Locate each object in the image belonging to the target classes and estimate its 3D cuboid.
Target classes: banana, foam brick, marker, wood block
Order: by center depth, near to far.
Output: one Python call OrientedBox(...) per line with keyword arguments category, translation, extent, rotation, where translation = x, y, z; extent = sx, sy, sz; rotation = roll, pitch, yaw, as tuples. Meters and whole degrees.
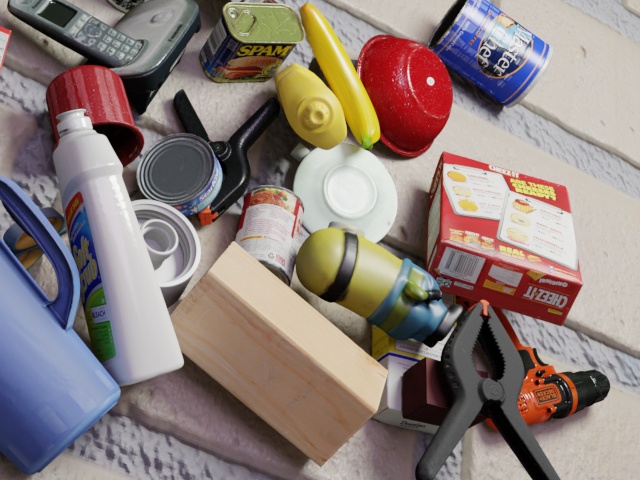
OrientedBox(category="wood block", translation=(-0.044, 0.110, 1.047), extent=(0.206, 0.090, 0.090), rotation=(40, 21, -4))
OrientedBox(category="foam brick", translation=(0.129, 0.161, 1.108), extent=(0.078, 0.051, 0.053), rotation=(17, 58, -21))
OrientedBox(category="marker", translation=(0.015, -0.069, 1.259), extent=(0.121, 0.020, 0.020), rotation=(42, 49, -2))
OrientedBox(category="banana", translation=(0.029, -0.189, 1.265), extent=(0.037, 0.069, 0.198), rotation=(-25, 77, 0))

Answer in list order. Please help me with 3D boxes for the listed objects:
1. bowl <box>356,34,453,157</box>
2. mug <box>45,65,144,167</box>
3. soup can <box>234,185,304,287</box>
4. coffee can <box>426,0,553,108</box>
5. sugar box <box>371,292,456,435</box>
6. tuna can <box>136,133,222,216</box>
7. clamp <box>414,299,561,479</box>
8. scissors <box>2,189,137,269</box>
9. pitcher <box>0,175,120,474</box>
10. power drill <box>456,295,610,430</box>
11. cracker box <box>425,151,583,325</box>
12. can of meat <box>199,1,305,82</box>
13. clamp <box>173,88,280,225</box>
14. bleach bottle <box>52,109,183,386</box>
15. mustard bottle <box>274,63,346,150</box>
OrientedBox(category="bowl", translation=(0.117, -0.189, 1.337), extent=(0.161, 0.055, 0.162), rotation=(17, 65, -43))
OrientedBox(category="mug", translation=(-0.229, -0.122, 1.106), extent=(0.117, 0.093, 0.081), rotation=(28, 37, -55))
OrientedBox(category="soup can", translation=(-0.057, 0.001, 1.139), extent=(0.068, 0.069, 0.102), rotation=(23, 53, -18))
OrientedBox(category="coffee can", translation=(0.230, -0.261, 1.455), extent=(0.140, 0.103, 0.102), rotation=(33, 50, -10))
OrientedBox(category="sugar box", translation=(0.104, 0.120, 1.179), extent=(0.093, 0.048, 0.176), rotation=(18, 58, -21))
OrientedBox(category="tuna can", translation=(-0.147, -0.068, 1.121), extent=(0.086, 0.033, 0.086), rotation=(-5, 64, 11))
OrientedBox(category="clamp", translation=(0.174, 0.163, 1.073), extent=(0.164, 0.036, 0.210), rotation=(19, 57, -19))
OrientedBox(category="scissors", translation=(-0.254, -0.007, 1.047), extent=(0.016, 0.096, 0.201), rotation=(44, 18, 8))
OrientedBox(category="pitcher", translation=(-0.280, 0.071, 0.913), extent=(0.243, 0.149, 0.144), rotation=(48, 49, -1))
OrientedBox(category="power drill", translation=(0.243, 0.122, 1.254), extent=(0.184, 0.057, 0.188), rotation=(-7, 66, -34))
OrientedBox(category="cracker box", translation=(0.208, -0.007, 1.242), extent=(0.164, 0.072, 0.213), rotation=(16, 32, -3))
OrientedBox(category="can of meat", translation=(-0.083, -0.231, 1.258), extent=(0.101, 0.084, 0.057), rotation=(-7, 66, -34))
OrientedBox(category="clamp", translation=(-0.103, -0.097, 1.173), extent=(0.120, 0.039, 0.171), rotation=(-5, 63, 4))
OrientedBox(category="bleach bottle", translation=(-0.198, 0.006, 0.980), extent=(0.067, 0.103, 0.251), rotation=(-16, 89, -31))
OrientedBox(category="mustard bottle", translation=(-0.010, -0.148, 1.193), extent=(0.096, 0.058, 0.191), rotation=(55, 4, -12))
